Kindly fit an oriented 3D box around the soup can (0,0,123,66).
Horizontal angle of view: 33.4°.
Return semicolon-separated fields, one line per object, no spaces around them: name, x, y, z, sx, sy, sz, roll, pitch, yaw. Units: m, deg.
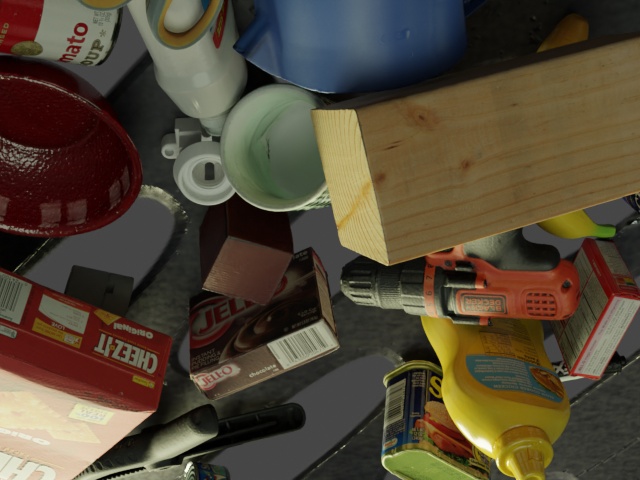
soup can;-0.180;-0.146;0.647;0.102;0.068;0.069;4;128;-35

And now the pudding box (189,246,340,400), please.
pudding box;-0.046;0.063;0.819;0.113;0.090;0.039;-22;127;9

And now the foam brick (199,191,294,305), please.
foam brick;-0.055;0.001;0.780;0.053;0.078;0.051;18;121;-18

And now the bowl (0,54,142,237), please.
bowl;-0.196;-0.071;0.710;0.162;0.055;0.162;2;142;1

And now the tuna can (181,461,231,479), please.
tuna can;-0.105;0.240;0.945;0.033;0.086;0.086;10;124;-15

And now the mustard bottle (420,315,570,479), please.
mustard bottle;0.137;0.109;0.808;0.096;0.191;0.058;14;123;-16

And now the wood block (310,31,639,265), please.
wood block;0.112;-0.060;0.638;0.206;0.091;0.090;-16;102;-14

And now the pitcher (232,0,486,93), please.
pitcher;0.026;-0.219;0.606;0.145;0.149;0.243;7;125;18

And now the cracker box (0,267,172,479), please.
cracker box;-0.233;0.112;0.805;0.164;0.072;0.214;25;140;-22

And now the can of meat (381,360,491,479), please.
can of meat;0.099;0.163;0.903;0.102;0.084;0.058;31;136;-25

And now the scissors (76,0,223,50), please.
scissors;-0.080;-0.191;0.554;0.096;0.016;0.202;2;129;-15

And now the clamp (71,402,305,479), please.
clamp;-0.124;0.173;0.900;0.210;0.036;0.164;-22;163;28

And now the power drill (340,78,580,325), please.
power drill;0.092;-0.023;0.775;0.185;0.057;0.187;1;125;19

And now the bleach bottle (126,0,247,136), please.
bleach bottle;-0.092;-0.174;0.647;0.068;0.102;0.251;-6;134;12

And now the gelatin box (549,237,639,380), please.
gelatin box;0.218;0.055;0.851;0.030;0.073;0.089;8;125;-12
